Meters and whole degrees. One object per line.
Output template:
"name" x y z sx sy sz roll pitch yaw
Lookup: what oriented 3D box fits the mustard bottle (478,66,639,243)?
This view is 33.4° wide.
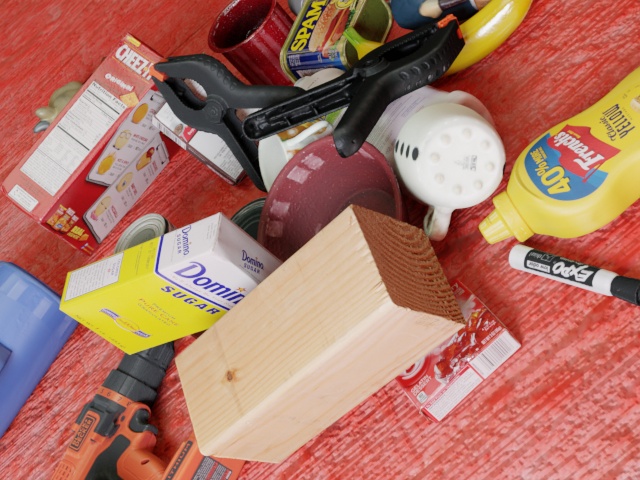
"mustard bottle" 0.204 -0.056 0.802 0.192 0.058 0.096 -35 42 15

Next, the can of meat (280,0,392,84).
"can of meat" 0.018 -0.210 1.110 0.084 0.057 0.102 2 59 40

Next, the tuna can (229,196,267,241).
"tuna can" -0.057 0.001 1.010 0.086 0.033 0.086 -25 43 25

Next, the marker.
"marker" 0.188 0.025 0.776 0.121 0.020 0.020 19 71 49

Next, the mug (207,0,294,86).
"mug" -0.063 -0.225 1.176 0.093 0.081 0.117 -28 42 22

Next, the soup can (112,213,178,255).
"soup can" -0.138 0.029 1.005 0.069 0.102 0.068 -25 43 25

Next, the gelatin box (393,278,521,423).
"gelatin box" 0.094 0.082 0.803 0.089 0.030 0.073 -43 38 3

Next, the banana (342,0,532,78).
"banana" 0.113 -0.187 0.999 0.198 0.069 0.037 -10 18 28

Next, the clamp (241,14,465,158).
"clamp" 0.038 -0.135 0.925 0.209 0.036 0.165 -39 29 -28

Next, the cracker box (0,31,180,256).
"cracker box" -0.231 -0.099 1.153 0.072 0.164 0.213 36 84 13

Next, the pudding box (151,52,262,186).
"pudding box" -0.105 -0.125 1.108 0.090 0.113 0.039 -52 4 -9

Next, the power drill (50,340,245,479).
"power drill" -0.142 0.169 0.925 0.188 0.057 0.184 9 67 49

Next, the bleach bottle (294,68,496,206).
"bleach bottle" 0.049 -0.117 0.996 0.102 0.068 0.251 -49 36 -3

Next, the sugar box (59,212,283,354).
"sugar box" -0.126 0.041 0.907 0.177 0.093 0.048 -18 49 32

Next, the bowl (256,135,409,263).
"bowl" 0.021 -0.006 0.904 0.162 0.055 0.162 -12 72 41

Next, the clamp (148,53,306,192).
"clamp" -0.094 -0.122 1.051 0.172 0.120 0.039 26 30 18

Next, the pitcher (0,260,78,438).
"pitcher" -0.356 0.144 1.086 0.149 0.145 0.242 26 72 29

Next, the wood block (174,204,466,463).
"wood block" -0.005 0.076 0.804 0.206 0.090 0.091 -40 53 28
